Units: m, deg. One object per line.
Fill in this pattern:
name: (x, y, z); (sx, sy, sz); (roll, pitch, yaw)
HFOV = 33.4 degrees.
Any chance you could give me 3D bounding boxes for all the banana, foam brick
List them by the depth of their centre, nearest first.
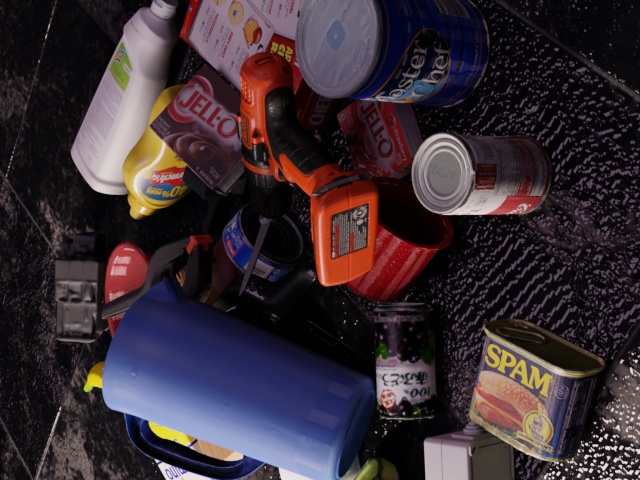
foam brick: (-0.074, 0.026, 1.159); (0.051, 0.052, 0.078); (-46, 59, 39)
banana: (-0.252, 0.206, 1.385); (0.198, 0.037, 0.070); (32, 132, 45)

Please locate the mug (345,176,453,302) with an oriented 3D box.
mug: (0.062, -0.005, 0.985); (0.117, 0.093, 0.082); (-89, 24, -51)

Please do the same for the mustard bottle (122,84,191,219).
mustard bottle: (-0.176, -0.093, 1.238); (0.192, 0.096, 0.058); (-52, 55, 36)

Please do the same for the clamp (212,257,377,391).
clamp: (-0.028, 0.083, 1.063); (0.210, 0.036, 0.164); (-2, 129, 49)

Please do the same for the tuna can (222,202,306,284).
tuna can: (-0.057, 0.001, 1.115); (0.034, 0.085, 0.086); (-47, 58, 37)

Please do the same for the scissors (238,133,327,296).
scissors: (-0.036, -0.037, 1.069); (0.096, 0.016, 0.201); (-30, 35, 29)

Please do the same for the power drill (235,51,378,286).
power drill: (-0.018, -0.048, 0.942); (0.188, 0.057, 0.184); (53, 157, 39)

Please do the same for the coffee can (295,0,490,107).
coffee can: (0.063, -0.171, 0.929); (0.103, 0.140, 0.103); (2, 93, 49)

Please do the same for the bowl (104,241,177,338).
bowl: (-0.206, 0.079, 1.301); (0.162, 0.055, 0.162); (14, 108, 53)

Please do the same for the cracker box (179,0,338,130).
cracker box: (-0.047, -0.236, 1.106); (0.214, 0.071, 0.164); (44, 123, 37)

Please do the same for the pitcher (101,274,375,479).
pitcher: (-0.078, 0.151, 1.026); (0.243, 0.145, 0.149); (20, 152, 16)

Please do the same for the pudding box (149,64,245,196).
pudding box: (-0.109, -0.114, 1.106); (0.090, 0.039, 0.114); (-48, 68, 3)

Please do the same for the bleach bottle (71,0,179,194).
bleach bottle: (-0.231, -0.185, 1.325); (0.103, 0.067, 0.251); (51, 124, 35)

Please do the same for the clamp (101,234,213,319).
clamp: (-0.159, 0.070, 1.133); (0.120, 0.039, 0.172); (50, 121, 13)

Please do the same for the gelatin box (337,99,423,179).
gelatin box: (0.059, -0.100, 1.020); (0.073, 0.030, 0.089); (-33, 67, 44)

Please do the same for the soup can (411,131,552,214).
soup can: (0.134, -0.055, 0.882); (0.069, 0.102, 0.068); (3, 93, 48)

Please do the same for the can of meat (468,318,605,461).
can of meat: (0.174, 0.122, 0.878); (0.102, 0.057, 0.084); (28, 115, 45)
